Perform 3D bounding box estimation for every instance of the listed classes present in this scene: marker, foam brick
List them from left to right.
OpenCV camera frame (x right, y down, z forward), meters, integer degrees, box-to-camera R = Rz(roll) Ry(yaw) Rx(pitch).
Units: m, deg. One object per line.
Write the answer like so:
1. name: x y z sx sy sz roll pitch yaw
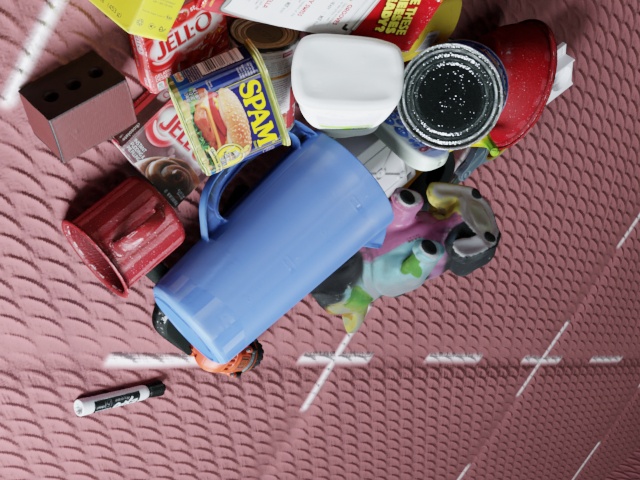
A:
1. foam brick: -0.204 -0.113 0.902 0.078 0.053 0.051 -35 145 -23
2. marker: -0.225 0.178 1.214 0.120 0.020 0.020 -7 129 -47

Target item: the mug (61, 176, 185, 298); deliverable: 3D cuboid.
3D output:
1. mug: -0.178 -0.008 0.996 0.081 0.093 0.117 -42 -169 -21

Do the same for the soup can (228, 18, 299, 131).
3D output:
1. soup can: -0.056 -0.158 1.023 0.068 0.069 0.102 -28 141 -31

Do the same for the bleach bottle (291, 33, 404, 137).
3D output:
1. bleach bottle: 0.018 -0.139 1.048 0.251 0.102 0.068 141 -47 -85

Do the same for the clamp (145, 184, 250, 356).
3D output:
1. clamp: -0.149 0.048 1.153 0.164 0.036 0.210 -23 138 -40

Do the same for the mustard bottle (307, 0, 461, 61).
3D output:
1. mustard bottle: 0.054 -0.212 1.104 0.191 0.058 0.096 -23 164 -34

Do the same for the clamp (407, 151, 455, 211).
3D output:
1. clamp: 0.138 -0.062 1.386 0.120 0.039 0.172 -4 127 -48

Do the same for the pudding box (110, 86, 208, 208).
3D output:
1. pudding box: -0.140 -0.096 1.011 0.090 0.039 0.113 -45 147 -7

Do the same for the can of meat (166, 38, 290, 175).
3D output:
1. can of meat: -0.083 -0.117 0.956 0.084 0.057 0.102 -24 131 -7

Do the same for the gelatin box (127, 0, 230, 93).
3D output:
1. gelatin box: -0.125 -0.182 0.947 0.089 0.030 0.073 -34 145 -23

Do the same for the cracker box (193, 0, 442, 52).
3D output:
1. cracker box: 0.015 -0.255 0.901 0.213 0.072 0.164 5 142 -28

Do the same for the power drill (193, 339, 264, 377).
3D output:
1. power drill: -0.065 0.074 1.237 0.187 0.057 0.184 -58 169 0

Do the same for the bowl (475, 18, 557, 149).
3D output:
1. bowl: 0.208 -0.191 1.261 0.055 0.162 0.162 14 115 -25

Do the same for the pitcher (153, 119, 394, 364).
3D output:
1. pitcher: -0.057 0.001 1.094 0.242 0.149 0.145 -43 160 -14

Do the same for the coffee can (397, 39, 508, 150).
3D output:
1. coffee can: 0.136 -0.150 1.081 0.103 0.103 0.140 -60 176 16

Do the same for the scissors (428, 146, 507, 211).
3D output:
1. scissors: 0.195 -0.107 1.433 0.201 0.016 0.096 -39 145 -16
